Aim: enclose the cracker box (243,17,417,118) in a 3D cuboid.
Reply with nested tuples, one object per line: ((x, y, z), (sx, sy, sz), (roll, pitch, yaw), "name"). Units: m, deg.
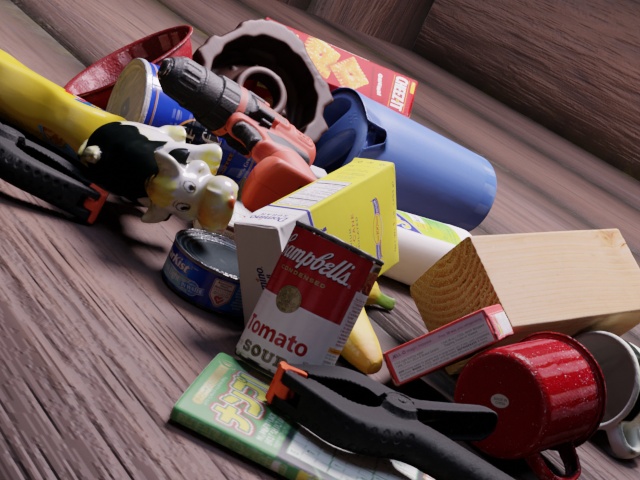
((-0.007, -0.181, 1.396), (0.213, 0.164, 0.072), (22, 59, -12), "cracker box")

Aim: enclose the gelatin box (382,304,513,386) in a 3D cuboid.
((0.100, 0.081, 0.828), (0.030, 0.089, 0.073), (65, 17, 9), "gelatin box")

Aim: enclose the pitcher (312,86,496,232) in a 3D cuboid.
((0.094, -0.089, 1.332), (0.242, 0.145, 0.149), (19, 30, -34), "pitcher")

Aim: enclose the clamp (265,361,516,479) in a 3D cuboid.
((0.051, 0.122, 0.671), (0.171, 0.039, 0.120), (15, 11, -15), "clamp")

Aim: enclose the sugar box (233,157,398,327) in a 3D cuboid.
((0.003, 0.003, 0.840), (0.048, 0.093, 0.175), (7, 23, 29), "sugar box")

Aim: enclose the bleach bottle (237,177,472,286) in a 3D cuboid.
((0.037, -0.009, 1.084), (0.250, 0.068, 0.102), (18, 17, -16), "bleach bottle")

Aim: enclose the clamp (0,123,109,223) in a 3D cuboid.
((-0.270, -0.078, 0.870), (0.210, 0.036, 0.164), (31, 8, 15), "clamp")

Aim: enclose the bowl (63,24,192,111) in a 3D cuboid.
((-0.201, -0.175, 1.172), (0.055, 0.162, 0.162), (63, 1, -23), "bowl")

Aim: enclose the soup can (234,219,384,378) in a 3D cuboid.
((-0.008, 0.046, 0.734), (0.068, 0.102, 0.068), (26, -1, 0), "soup can")

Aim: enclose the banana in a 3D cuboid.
((0.030, 0.057, 0.901), (0.069, 0.037, 0.197), (25, 16, 2), "banana")

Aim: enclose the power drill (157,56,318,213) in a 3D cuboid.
((-0.056, -0.083, 0.962), (0.184, 0.057, 0.188), (30, 19, -35), "power drill")

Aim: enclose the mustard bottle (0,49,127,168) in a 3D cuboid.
((-0.236, -0.109, 0.984), (0.192, 0.058, 0.096), (29, -10, 10), "mustard bottle")

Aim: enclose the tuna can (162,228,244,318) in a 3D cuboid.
((-0.080, 0.026, 0.841), (0.086, 0.034, 0.086), (23, 16, -7), "tuna can")

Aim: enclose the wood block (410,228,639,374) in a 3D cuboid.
((0.194, 0.052, 0.959), (0.205, 0.090, 0.091), (-3, 59, -39), "wood block")

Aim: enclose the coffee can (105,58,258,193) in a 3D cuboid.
((-0.136, -0.113, 1.079), (0.140, 0.103, 0.103), (16, 18, -30), "coffee can")

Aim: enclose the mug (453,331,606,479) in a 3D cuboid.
((0.158, 0.129, 0.798), (0.081, 0.093, 0.117), (-2, 67, -49), "mug")
